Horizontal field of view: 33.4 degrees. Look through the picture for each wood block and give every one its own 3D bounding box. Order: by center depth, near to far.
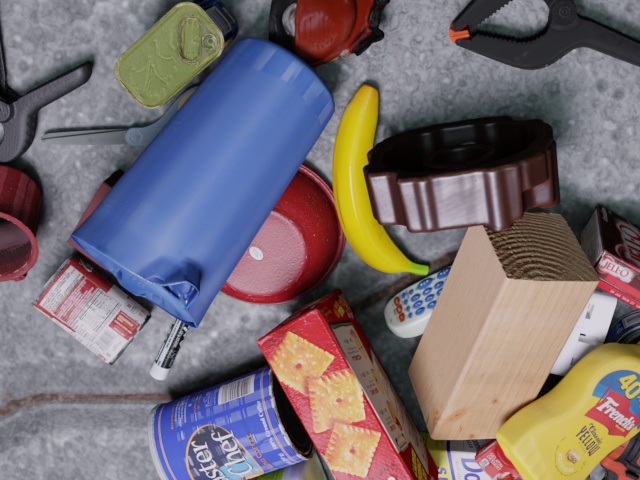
[{"bbox_3d":[0.160,0.081,0.969,0.090,0.091,0.206,2,130,-18],"label":"wood block"}]

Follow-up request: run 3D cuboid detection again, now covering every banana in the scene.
[{"bbox_3d":[0.045,-0.047,1.016,0.069,0.037,0.198,-23,110,-16],"label":"banana"}]

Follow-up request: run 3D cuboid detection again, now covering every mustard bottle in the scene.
[{"bbox_3d":[0.258,0.151,0.983,0.191,0.058,0.096,-40,118,-5],"label":"mustard bottle"}]

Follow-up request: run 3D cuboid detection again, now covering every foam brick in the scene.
[{"bbox_3d":[-0.203,-0.020,1.049,0.051,0.053,0.078,34,109,-5],"label":"foam brick"}]

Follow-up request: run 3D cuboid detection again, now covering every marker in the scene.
[{"bbox_3d":[-0.145,0.091,1.097,0.020,0.020,0.121,26,111,-2],"label":"marker"}]

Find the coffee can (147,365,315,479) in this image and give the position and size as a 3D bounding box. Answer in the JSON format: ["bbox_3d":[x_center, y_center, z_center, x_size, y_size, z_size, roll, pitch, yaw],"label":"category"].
[{"bbox_3d":[-0.089,0.193,1.080,0.140,0.102,0.103,-21,105,14],"label":"coffee can"}]

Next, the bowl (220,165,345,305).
[{"bbox_3d":[-0.057,0.001,1.025,0.162,0.055,0.162,1,113,3],"label":"bowl"}]

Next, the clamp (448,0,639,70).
[{"bbox_3d":[0.215,-0.213,0.930,0.210,0.036,0.164,-4,109,10],"label":"clamp"}]

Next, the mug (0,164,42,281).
[{"bbox_3d":[-0.313,-0.012,1.045,0.093,0.081,0.117,-14,132,8],"label":"mug"}]

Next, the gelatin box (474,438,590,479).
[{"bbox_3d":[0.206,0.221,1.039,0.073,0.030,0.089,-41,90,17],"label":"gelatin box"}]

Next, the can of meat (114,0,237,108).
[{"bbox_3d":[-0.127,-0.173,0.967,0.102,0.084,0.057,-38,100,18],"label":"can of meat"}]

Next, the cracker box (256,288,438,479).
[{"bbox_3d":[0.030,0.159,0.993,0.072,0.164,0.214,-28,90,8],"label":"cracker box"}]

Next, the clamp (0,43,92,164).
[{"bbox_3d":[-0.294,-0.132,1.030,0.120,0.039,0.172,26,117,3],"label":"clamp"}]

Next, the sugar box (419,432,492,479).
[{"bbox_3d":[0.104,0.247,1.102,0.176,0.048,0.093,3,108,9],"label":"sugar box"}]

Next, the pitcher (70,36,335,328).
[{"bbox_3d":[-0.101,-0.057,0.940,0.149,0.145,0.242,33,77,11],"label":"pitcher"}]

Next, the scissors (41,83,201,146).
[{"bbox_3d":[-0.167,-0.118,1.029,0.202,0.016,0.096,14,109,2],"label":"scissors"}]

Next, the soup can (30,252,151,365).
[{"bbox_3d":[-0.230,0.070,1.075,0.102,0.068,0.069,39,110,-7],"label":"soup can"}]
